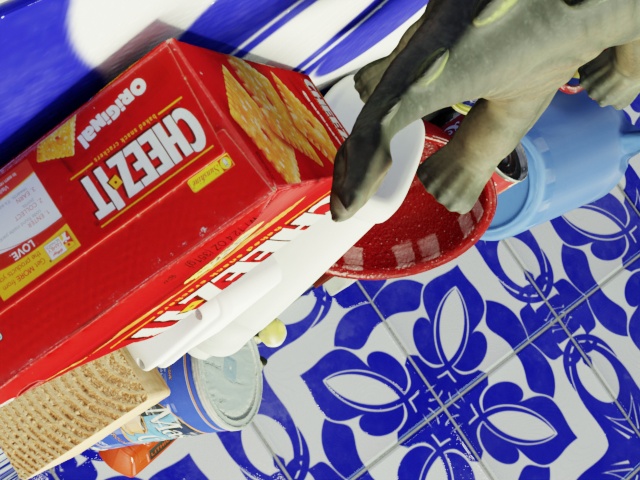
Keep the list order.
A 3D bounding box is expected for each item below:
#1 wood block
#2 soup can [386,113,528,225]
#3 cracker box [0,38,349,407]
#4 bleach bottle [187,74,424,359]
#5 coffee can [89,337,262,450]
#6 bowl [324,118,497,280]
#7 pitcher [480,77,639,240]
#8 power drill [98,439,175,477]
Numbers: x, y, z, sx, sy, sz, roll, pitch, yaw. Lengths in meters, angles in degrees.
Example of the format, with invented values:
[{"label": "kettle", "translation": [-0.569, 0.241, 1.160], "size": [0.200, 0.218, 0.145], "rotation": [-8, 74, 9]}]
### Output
[{"label": "wood block", "translation": [-0.170, 0.094, 0.734], "size": [0.090, 0.090, 0.206], "rotation": [-34, 177, -7]}, {"label": "soup can", "translation": [0.097, -0.051, 0.814], "size": [0.102, 0.068, 0.068], "rotation": [-32, 178, 34]}, {"label": "cracker box", "translation": [-0.073, -0.005, 0.462], "size": [0.164, 0.072, 0.213], "rotation": [-35, 177, 13]}, {"label": "bleach bottle", "translation": [-0.031, 0.010, 0.679], "size": [0.251, 0.068, 0.102], "rotation": [-49, -171, 44]}, {"label": "coffee can", "translation": [-0.134, 0.118, 0.904], "size": [0.140, 0.103, 0.102], "rotation": [-13, -175, 24]}, {"label": "bowl", "translation": [0.040, -0.040, 0.748], "size": [0.162, 0.055, 0.162], "rotation": [-1, 142, -1]}, {"label": "pitcher", "translation": [0.187, -0.075, 1.006], "size": [0.149, 0.145, 0.242], "rotation": [-51, 165, 30]}, {"label": "power drill", "translation": [-0.183, 0.158, 1.095], "size": [0.184, 0.057, 0.188], "rotation": [-39, 154, -43]}]
